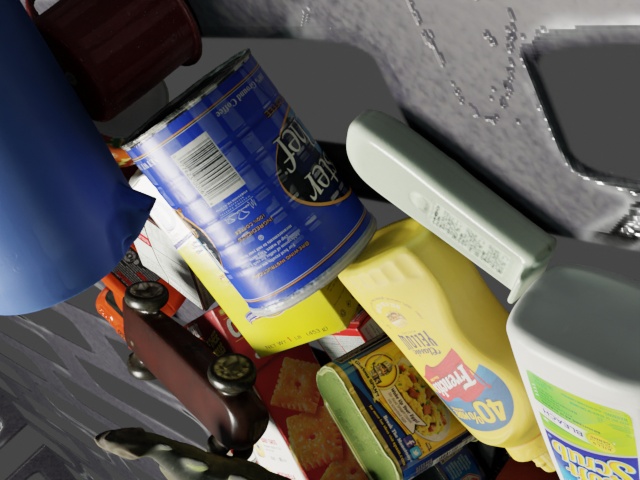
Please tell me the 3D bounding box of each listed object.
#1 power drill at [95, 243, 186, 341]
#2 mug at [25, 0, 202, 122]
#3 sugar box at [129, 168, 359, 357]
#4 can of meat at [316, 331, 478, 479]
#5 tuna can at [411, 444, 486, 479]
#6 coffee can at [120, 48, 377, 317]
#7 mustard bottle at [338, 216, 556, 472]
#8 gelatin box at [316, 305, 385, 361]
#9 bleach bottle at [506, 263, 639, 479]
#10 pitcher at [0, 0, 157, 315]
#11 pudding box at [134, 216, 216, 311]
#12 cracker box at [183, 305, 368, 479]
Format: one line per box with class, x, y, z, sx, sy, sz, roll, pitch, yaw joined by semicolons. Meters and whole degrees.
power drill;-0.181;0.089;1.164;0.184;0.057;0.188;40;155;15
mug;-0.149;-0.142;0.718;0.117;0.081;0.093;43;156;8
sugar box;-0.055;0.001;0.796;0.094;0.048;0.176;-23;115;35
can of meat;0.057;0.113;0.748;0.102;0.083;0.058;58;154;11
tuna can;0.086;0.175;0.809;0.086;0.033;0.086;41;148;32
coffee can;-0.045;-0.036;0.687;0.140;0.102;0.103;53;156;-14
mustard bottle;0.096;0.073;0.684;0.191;0.058;0.096;51;151;-11
gelatin box;0.041;0.092;0.840;0.089;0.030;0.073;54;154;-18
bleach bottle;0.181;0.125;0.624;0.103;0.068;0.250;24;150;40
pitcher;-0.227;-0.079;0.673;0.145;0.149;0.243;30;150;50
pudding box;-0.133;0.002;0.975;0.090;0.039;0.113;33;155;27
cracker box;-0.039;0.151;0.959;0.214;0.072;0.164;61;157;1
